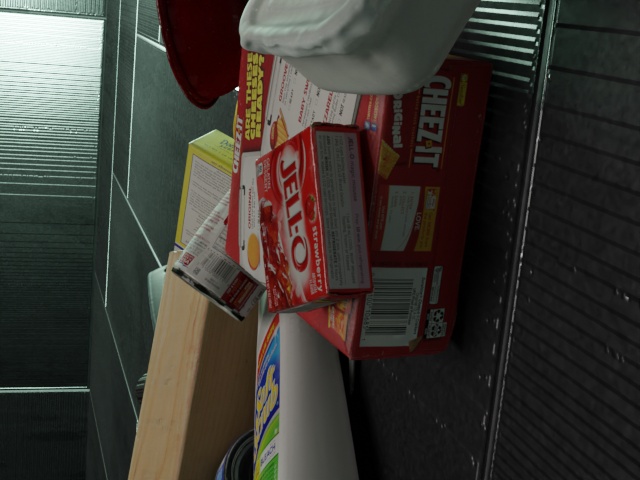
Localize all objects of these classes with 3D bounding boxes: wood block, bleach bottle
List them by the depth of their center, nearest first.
[{"bbox_3d":[-0.018,0.116,0.782,0.103,0.068,0.251,116,156,-45],"label":"bleach bottle"},{"bbox_3d":[-0.085,0.116,0.876,0.090,0.090,0.206,-8,70,55],"label":"wood block"}]

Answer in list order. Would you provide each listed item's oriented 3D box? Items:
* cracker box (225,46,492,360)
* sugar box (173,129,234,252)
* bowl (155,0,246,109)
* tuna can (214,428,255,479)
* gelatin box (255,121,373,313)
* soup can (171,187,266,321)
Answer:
[{"bbox_3d":[0.012,-0.042,0.649,0.214,0.072,0.164,-146,59,-62],"label":"cracker box"},{"bbox_3d":[-0.085,-0.003,0.984,0.093,0.048,0.176,31,131,22],"label":"sugar box"},{"bbox_3d":[-0.072,-0.182,0.809,0.162,0.055,0.162,-3,-90,-77],"label":"bowl"},{"bbox_3d":[-0.035,0.183,0.803,0.034,0.086,0.086,117,150,-53],"label":"tuna can"},{"bbox_3d":[-0.005,-0.010,0.559,0.073,0.030,0.089,-22,71,62],"label":"gelatin box"},{"bbox_3d":[-0.055,0.001,0.797,0.102,0.068,0.069,-54,15,-7],"label":"soup can"}]
